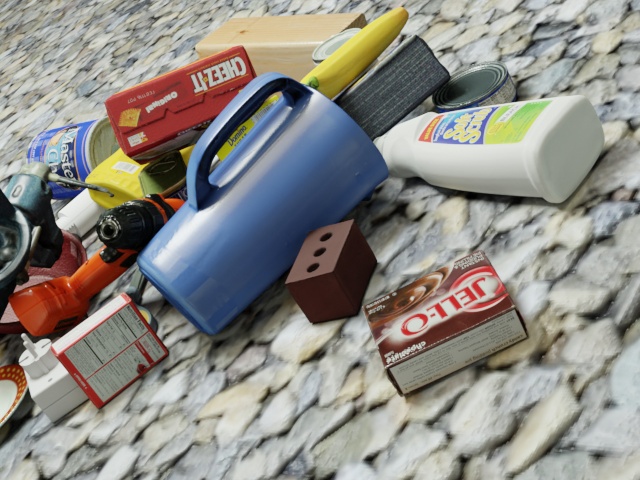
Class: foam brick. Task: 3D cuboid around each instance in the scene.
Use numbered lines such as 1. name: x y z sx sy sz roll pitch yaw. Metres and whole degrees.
1. foam brick: 0.011 0.029 0.971 0.053 0.051 0.078 -14 32 29

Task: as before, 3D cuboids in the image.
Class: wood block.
1. wood block: -0.042 -0.227 1.348 0.206 0.090 0.090 6 37 34

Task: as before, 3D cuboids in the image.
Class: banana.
1. banana: 0.029 -0.187 1.134 0.070 0.037 0.197 -25 16 46

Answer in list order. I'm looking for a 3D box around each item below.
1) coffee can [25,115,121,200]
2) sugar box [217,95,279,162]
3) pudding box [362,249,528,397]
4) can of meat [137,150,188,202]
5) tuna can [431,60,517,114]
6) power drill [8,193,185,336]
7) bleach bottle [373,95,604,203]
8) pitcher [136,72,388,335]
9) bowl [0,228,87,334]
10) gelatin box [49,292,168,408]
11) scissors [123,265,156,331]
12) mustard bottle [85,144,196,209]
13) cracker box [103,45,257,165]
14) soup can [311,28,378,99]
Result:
1. coffee can: -0.321 -0.112 1.465 0.141 0.102 0.102 -5 38 40
2. sugar box: -0.072 -0.122 1.228 0.093 0.048 0.176 -34 6 2
3. pudding box: 0.097 0.064 0.844 0.113 0.039 0.090 -28 29 6
4. can of meat: -0.159 -0.044 1.219 0.057 0.084 0.102 -31 28 -1
5. tuna can: 0.164 -0.153 1.134 0.086 0.033 0.086 -24 29 14
6. power drill: -0.226 0.023 1.091 0.188 0.057 0.184 -35 -6 14
7. bleach bottle: 0.139 -0.085 1.021 0.251 0.068 0.102 3 42 50
8. pitcher: -0.065 -0.034 1.031 0.242 0.149 0.145 -46 -5 -10
9. bowl: -0.343 0.055 1.233 0.162 0.055 0.162 -4 44 3
10. gelatin box: -0.203 0.105 1.031 0.089 0.073 0.030 -38 29 -13
11. scissors: -0.193 0.063 1.151 0.096 0.016 0.201 -9 34 32
12. mustard bottle: -0.217 -0.113 1.403 0.096 0.058 0.191 15 48 24
13. cracker box: -0.154 -0.153 1.229 0.164 0.072 0.214 -24 3 -4
14. soup can: 0.041 -0.184 1.230 0.068 0.102 0.068 -23 28 13
